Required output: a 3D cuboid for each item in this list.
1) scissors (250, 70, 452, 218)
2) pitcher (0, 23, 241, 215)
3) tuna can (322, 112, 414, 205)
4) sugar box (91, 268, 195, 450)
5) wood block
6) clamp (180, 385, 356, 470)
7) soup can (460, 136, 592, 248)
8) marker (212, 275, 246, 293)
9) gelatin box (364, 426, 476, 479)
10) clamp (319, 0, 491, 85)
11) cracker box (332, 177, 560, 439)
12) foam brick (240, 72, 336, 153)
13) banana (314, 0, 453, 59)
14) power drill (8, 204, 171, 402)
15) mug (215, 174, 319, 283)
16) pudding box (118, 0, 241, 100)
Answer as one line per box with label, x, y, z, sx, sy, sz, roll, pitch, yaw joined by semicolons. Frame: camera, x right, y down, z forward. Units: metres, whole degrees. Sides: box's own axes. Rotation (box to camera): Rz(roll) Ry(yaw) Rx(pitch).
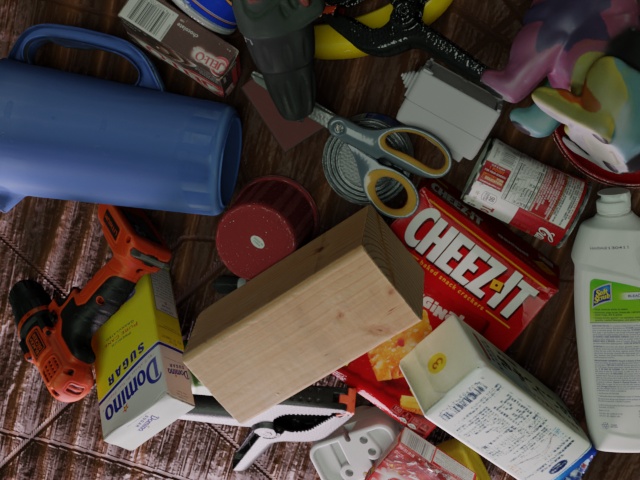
scissors;0.021;-0.084;0.980;0.202;0.016;0.096;17;110;12
pitcher;-0.202;-0.105;1.033;0.243;0.145;0.149;9;135;6
tuna can;0.047;-0.079;1.028;0.086;0.033;0.086;4;110;11
sugar box;-0.186;0.112;1.080;0.093;0.176;0.048;-37;135;21
wood block;-0.015;0.069;0.980;0.206;0.090;0.090;-33;108;21
clamp;-0.052;0.187;1.095;0.210;0.036;0.164;-12;142;23
soup can;0.190;-0.045;0.988;0.102;0.068;0.069;26;112;3
marker;-0.053;0.047;1.103;0.121;0.020;0.020;1;109;13
gelatin box;0.099;0.238;1.058;0.089;0.030;0.073;34;122;0
clamp;0.084;-0.209;0.931;0.172;0.039;0.120;14;95;16
cracker box;0.103;0.067;1.045;0.164;0.072;0.214;37;112;-2
foam brick;-0.030;-0.132;1.017;0.051;0.053;0.078;-30;99;21
banana;0.062;-0.213;0.978;0.198;0.037;0.069;-33;85;20
power drill;-0.243;0.046;1.095;0.057;0.185;0.188;25;106;-44
mug;-0.057;0.001;1.054;0.093;0.081;0.117;16;112;7
pudding box;-0.129;-0.182;1.000;0.113;0.090;0.039;35;84;1
